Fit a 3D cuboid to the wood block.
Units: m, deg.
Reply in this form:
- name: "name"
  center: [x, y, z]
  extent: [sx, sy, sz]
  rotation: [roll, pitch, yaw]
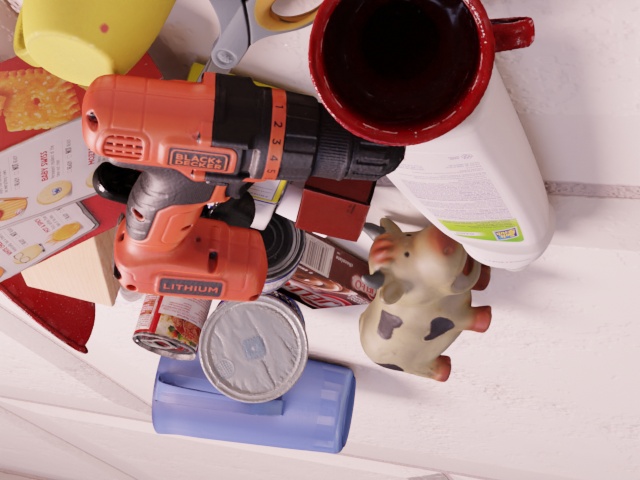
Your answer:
- name: "wood block"
  center: [-0.223, -0.022, 0.957]
  extent: [0.091, 0.090, 0.206]
  rotation: [15, 157, 0]

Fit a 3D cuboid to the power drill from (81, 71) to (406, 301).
- name: "power drill"
  center: [-0.055, -0.029, 0.661]
  extent: [0.184, 0.057, 0.188]
  rotation: [8, 147, -9]

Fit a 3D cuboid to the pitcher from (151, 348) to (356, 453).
- name: "pitcher"
  center: [-0.084, 0.195, 1.329]
  extent: [0.243, 0.149, 0.145]
  rotation: [8, 133, 9]

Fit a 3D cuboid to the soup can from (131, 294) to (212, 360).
- name: "soup can"
  center: [-0.145, 0.063, 1.092]
  extent: [0.068, 0.102, 0.068]
  rotation: [13, 158, 5]

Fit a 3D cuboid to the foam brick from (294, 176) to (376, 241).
- name: "foam brick"
  center: [0.014, -0.040, 0.813]
  extent: [0.053, 0.051, 0.078]
  rotation: [15, 158, -1]

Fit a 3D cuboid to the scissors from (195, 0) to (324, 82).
- name: "scissors"
  center: [-0.067, -0.130, 0.647]
  extent: [0.096, 0.016, 0.202]
  rotation: [36, 138, -25]

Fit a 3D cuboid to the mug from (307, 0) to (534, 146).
- name: "mug"
  center: [0.054, -0.105, 0.566]
  extent: [0.117, 0.093, 0.081]
  rotation: [-9, -164, 7]

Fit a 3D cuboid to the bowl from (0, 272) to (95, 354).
- name: "bowl"
  center: [-0.303, 0.054, 1.186]
  extent: [0.162, 0.055, 0.162]
  rotation: [41, 174, 4]

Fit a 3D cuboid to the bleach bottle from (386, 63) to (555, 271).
- name: "bleach bottle"
  center: [0.102, -0.040, 0.745]
  extent: [0.103, 0.068, 0.250]
  rotation: [5, 158, 25]

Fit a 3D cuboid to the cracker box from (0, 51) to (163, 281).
- name: "cracker box"
  center: [-0.213, -0.048, 0.739]
  extent: [0.213, 0.072, 0.164]
  rotation: [-27, 159, -17]

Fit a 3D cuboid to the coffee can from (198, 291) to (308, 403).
- name: "coffee can"
  center: [-0.064, 0.098, 1.060]
  extent: [0.103, 0.103, 0.140]
  rotation: [16, -178, -2]

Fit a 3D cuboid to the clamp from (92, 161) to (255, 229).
- name: "clamp"
  center: [-0.099, -0.028, 0.779]
  extent: [0.120, 0.039, 0.171]
  rotation: [-1, 160, -6]

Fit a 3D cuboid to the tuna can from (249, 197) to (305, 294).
- name: "tuna can"
  center: [-0.056, 0.001, 0.910]
  extent: [0.086, 0.086, 0.034]
  rotation: [17, 156, -5]

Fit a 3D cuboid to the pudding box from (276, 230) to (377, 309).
- name: "pudding box"
  center: [-0.013, 0.028, 1.007]
  extent: [0.113, 0.039, 0.090]
  rotation: [31, 153, -35]
